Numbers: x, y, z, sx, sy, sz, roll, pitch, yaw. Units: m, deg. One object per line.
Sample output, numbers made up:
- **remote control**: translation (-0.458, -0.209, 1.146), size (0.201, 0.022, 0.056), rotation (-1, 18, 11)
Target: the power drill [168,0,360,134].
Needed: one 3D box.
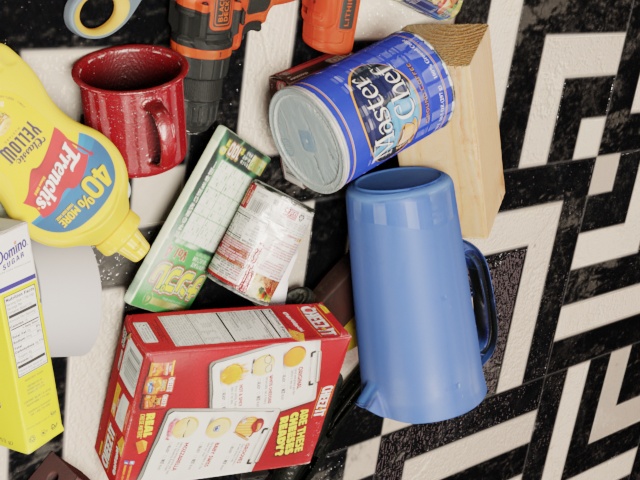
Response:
- **power drill**: translation (-0.049, -0.190, 0.933), size (0.187, 0.057, 0.184), rotation (-18, 129, -42)

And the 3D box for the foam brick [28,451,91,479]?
- **foam brick**: translation (-0.247, 0.247, 0.987), size (0.078, 0.053, 0.051), rotation (-52, 137, -12)

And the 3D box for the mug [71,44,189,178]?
- **mug**: translation (-0.145, -0.098, 0.861), size (0.093, 0.117, 0.081), rotation (-20, 129, -28)

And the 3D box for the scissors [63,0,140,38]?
- **scissors**: translation (-0.134, -0.209, 0.884), size (0.201, 0.016, 0.096), rotation (-2, 114, -43)

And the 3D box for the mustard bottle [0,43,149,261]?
- **mustard bottle**: translation (-0.205, -0.052, 0.813), size (0.191, 0.058, 0.096), rotation (44, 78, -20)

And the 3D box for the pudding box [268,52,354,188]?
- **pudding box**: translation (0.000, -0.119, 1.040), size (0.089, 0.039, 0.113), rotation (-27, 127, -31)

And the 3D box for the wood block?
- **wood block**: translation (0.132, -0.112, 1.112), size (0.090, 0.090, 0.206), rotation (-62, 148, -46)

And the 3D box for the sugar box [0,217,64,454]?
- **sugar box**: translation (-0.255, 0.069, 0.816), size (0.048, 0.093, 0.176), rotation (-34, 124, -50)

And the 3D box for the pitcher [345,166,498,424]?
- **pitcher**: translation (0.101, 0.050, 1.092), size (0.149, 0.145, 0.243), rotation (-59, 144, -68)

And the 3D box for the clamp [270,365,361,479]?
- **clamp**: translation (-0.007, 0.216, 1.184), size (0.210, 0.036, 0.164), rotation (-59, 161, 3)

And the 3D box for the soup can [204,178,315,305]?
- **soup can**: translation (-0.057, 0.001, 1.008), size (0.068, 0.069, 0.102), rotation (25, 93, -47)

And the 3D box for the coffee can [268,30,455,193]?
- **coffee can**: translation (0.038, -0.118, 0.973), size (0.140, 0.103, 0.103), rotation (-31, 130, -29)

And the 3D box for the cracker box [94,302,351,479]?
- **cracker box**: translation (-0.095, 0.145, 1.024), size (0.213, 0.072, 0.164), rotation (-2, 123, -32)
